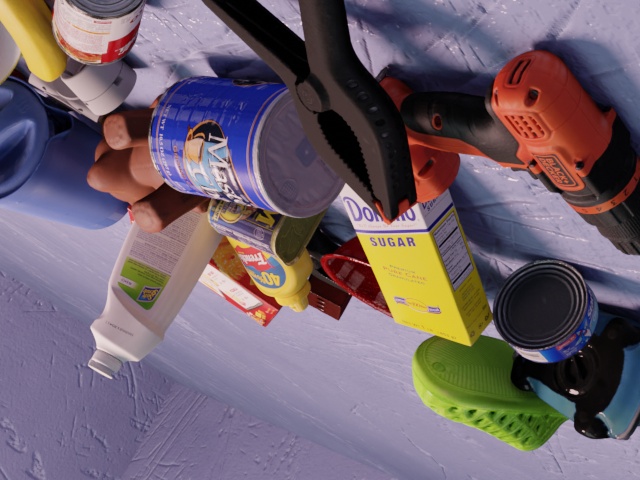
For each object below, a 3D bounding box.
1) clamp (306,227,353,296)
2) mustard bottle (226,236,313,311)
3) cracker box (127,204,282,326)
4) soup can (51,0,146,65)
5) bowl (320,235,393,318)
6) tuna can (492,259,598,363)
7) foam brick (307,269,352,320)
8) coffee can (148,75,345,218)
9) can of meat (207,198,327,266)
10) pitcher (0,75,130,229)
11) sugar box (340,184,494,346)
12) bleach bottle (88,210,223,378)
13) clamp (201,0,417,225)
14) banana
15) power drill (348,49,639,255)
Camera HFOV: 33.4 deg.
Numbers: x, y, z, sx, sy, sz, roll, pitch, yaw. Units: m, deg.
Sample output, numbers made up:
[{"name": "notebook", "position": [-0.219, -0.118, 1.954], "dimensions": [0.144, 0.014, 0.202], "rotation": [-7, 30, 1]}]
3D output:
[{"name": "clamp", "position": [-0.016, 0.008, 1.204], "dimensions": [0.120, 0.039, 0.171], "rotation": [14, 155, 49]}, {"name": "mustard bottle", "position": [-0.058, 0.002, 1.117], "dimensions": [0.096, 0.058, 0.191], "rotation": [14, 142, 45]}, {"name": "cracker box", "position": [-0.128, 0.012, 1.314], "dimensions": [0.213, 0.072, 0.164], "rotation": [35, 166, 0]}, {"name": "soup can", "position": [-0.165, -0.179, 0.796], "dimensions": [0.068, 0.068, 0.102], "rotation": [30, 164, -8]}, {"name": "bowl", "position": [0.083, 0.035, 1.085], "dimensions": [0.162, 0.055, 0.162], "rotation": [26, 165, 7]}, {"name": "tuna can", "position": [0.194, 0.061, 0.917], "dimensions": [0.086, 0.086, 0.033], "rotation": [15, 161, 42]}, {"name": "foam brick", "position": [0.012, 0.056, 1.285], "dimensions": [0.053, 0.051, 0.078], "rotation": [27, 165, 7]}, {"name": "coffee can", "position": [-0.057, -0.079, 0.866], "dimensions": [0.141, 0.102, 0.102], "rotation": [13, 159, 45]}, {"name": "can of meat", "position": [-0.044, -0.039, 0.981], "dimensions": [0.084, 0.102, 0.057], "rotation": [22, 165, 28]}, {"name": "pitcher", "position": [-0.310, -0.082, 1.179], "dimensions": [0.149, 0.145, 0.242], "rotation": [31, 180, 19]}, {"name": "sugar box", "position": [0.081, 0.007, 0.916], "dimensions": [0.093, 0.048, 0.176], "rotation": [14, 142, 44]}, {"name": "bleach bottle", "position": [-0.180, 0.028, 1.149], "dimensions": [0.103, 0.250, 0.068], "rotation": [22, 164, 23]}, {"name": "clamp", "position": [-0.003, -0.106, 0.694], "dimensions": [0.165, 0.036, 0.210], "rotation": [10, 132, 59]}, {"name": "banana", "position": [-0.247, -0.179, 0.881], "dimensions": [0.069, 0.037, 0.198], "rotation": [26, 163, 8]}, {"name": "power drill", "position": [0.124, -0.056, 0.716], "dimensions": [0.188, 0.057, 0.184], "rotation": [7, 151, 47]}]
